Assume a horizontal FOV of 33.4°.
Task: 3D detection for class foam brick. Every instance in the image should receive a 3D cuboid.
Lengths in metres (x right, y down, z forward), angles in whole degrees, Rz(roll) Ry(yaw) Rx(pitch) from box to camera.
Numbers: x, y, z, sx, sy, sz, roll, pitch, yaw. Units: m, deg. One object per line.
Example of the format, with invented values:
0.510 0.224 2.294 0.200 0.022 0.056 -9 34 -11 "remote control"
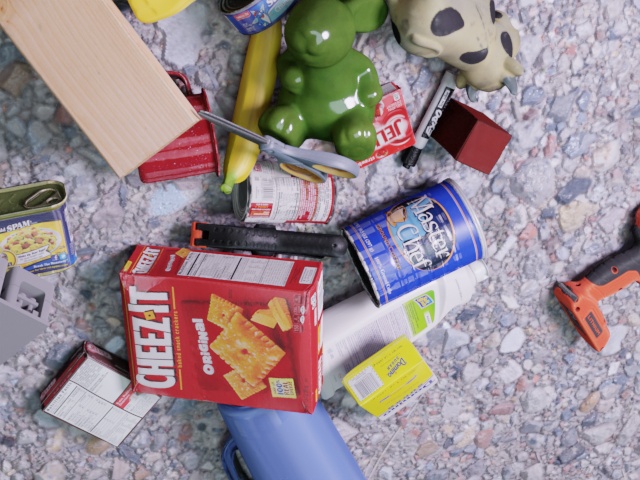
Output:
0.169 -0.118 1.203 0.051 0.078 0.053 22 108 -27 "foam brick"

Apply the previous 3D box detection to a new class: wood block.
-0.210 -0.168 0.989 0.091 0.090 0.206 -37 98 2 "wood block"

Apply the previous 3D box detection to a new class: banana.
-0.068 -0.144 1.108 0.037 0.070 0.198 12 93 -9 "banana"

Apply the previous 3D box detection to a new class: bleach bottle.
0.092 0.093 1.303 0.250 0.068 0.102 -26 131 -8 "bleach bottle"

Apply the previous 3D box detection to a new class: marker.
0.124 -0.136 1.212 0.020 0.020 0.121 17 111 -27 "marker"

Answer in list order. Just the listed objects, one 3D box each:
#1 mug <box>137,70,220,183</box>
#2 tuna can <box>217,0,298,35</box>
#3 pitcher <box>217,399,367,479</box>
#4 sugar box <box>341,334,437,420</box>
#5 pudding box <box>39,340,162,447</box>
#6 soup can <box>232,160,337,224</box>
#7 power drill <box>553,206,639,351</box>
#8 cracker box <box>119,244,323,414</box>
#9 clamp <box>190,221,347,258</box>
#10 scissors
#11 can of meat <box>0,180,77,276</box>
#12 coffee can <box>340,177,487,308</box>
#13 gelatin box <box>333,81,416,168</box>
-0.153 -0.116 1.092 0.081 0.093 0.117 -11 90 -9 "mug"
-0.058 -0.243 1.049 0.086 0.086 0.033 -41 124 5 "tuna can"
-0.042 0.262 1.318 0.149 0.145 0.243 -33 120 -14 "pitcher"
0.088 0.170 1.297 0.093 0.048 0.176 -35 158 2 "sugar box"
-0.255 0.180 1.241 0.113 0.039 0.090 35 103 -29 "pudding box"
-0.040 -0.052 1.171 0.102 0.068 0.068 1 117 -19 "soup can"
0.413 0.060 1.401 0.187 0.057 0.184 -39 119 1 "power drill"
-0.106 0.099 1.176 0.214 0.072 0.164 5 120 10 "cracker box"
-0.058 0.001 1.193 0.171 0.120 0.039 8 81 -2 "clamp"
-0.030 -0.091 1.052 0.201 0.096 0.016 30 68 -61 "scissors"
-0.308 -0.008 1.108 0.102 0.057 0.084 -12 123 -12 "can of meat"
0.107 0.003 1.233 0.140 0.103 0.103 -25 123 -5 "coffee can"
0.056 -0.125 1.187 0.089 0.030 0.073 -23 123 -6 "gelatin box"
